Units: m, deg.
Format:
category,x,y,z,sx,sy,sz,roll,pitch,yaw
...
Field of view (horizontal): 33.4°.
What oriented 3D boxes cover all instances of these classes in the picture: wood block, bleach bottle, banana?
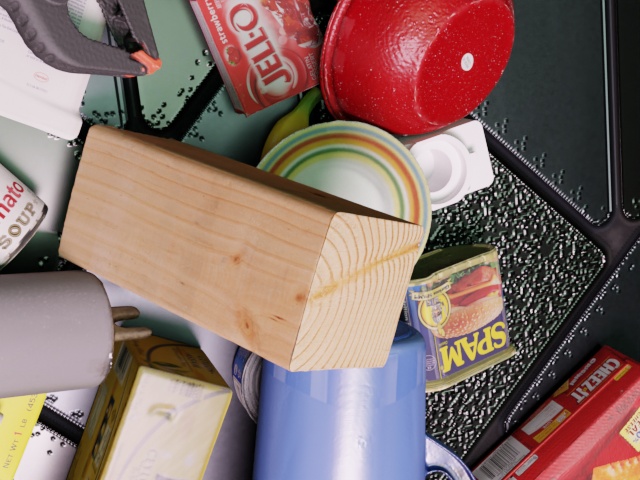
category,x,y,z,sx,sy,sz,roll,pitch,yaw
wood block,-0.054,0.000,0.649,0.090,0.206,0.090,7,101,-52
bleach bottle,-0.158,-0.197,0.660,0.102,0.068,0.251,20,91,-27
banana,-0.003,-0.006,0.765,0.069,0.037,0.198,-19,107,-13

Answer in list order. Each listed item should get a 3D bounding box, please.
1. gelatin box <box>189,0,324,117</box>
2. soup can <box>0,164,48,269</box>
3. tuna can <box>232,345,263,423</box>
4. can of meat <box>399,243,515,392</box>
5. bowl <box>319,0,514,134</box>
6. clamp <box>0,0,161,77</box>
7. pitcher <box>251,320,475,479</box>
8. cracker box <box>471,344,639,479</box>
category,x,y,z,sx,sy,sz,roll,pitch,yaw
gelatin box,-0.038,-0.139,0.728,0.073,0.030,0.089,-26,108,-12
soup can,-0.231,-0.031,0.667,0.068,0.069,0.102,-47,112,-4
tuna can,-0.021,0.098,0.783,0.086,0.034,0.086,-4,103,-18
can of meat,0.092,0.054,0.789,0.101,0.058,0.084,-18,104,-35
bowl,0.078,-0.130,0.715,0.161,0.055,0.162,-28,140,-27
clamp,-0.164,-0.146,0.605,0.120,0.039,0.171,-48,119,-17
pitcher,0.023,0.176,0.728,0.149,0.145,0.243,-8,104,-53
cracker box,0.246,0.219,0.878,0.164,0.072,0.213,-42,112,-6
